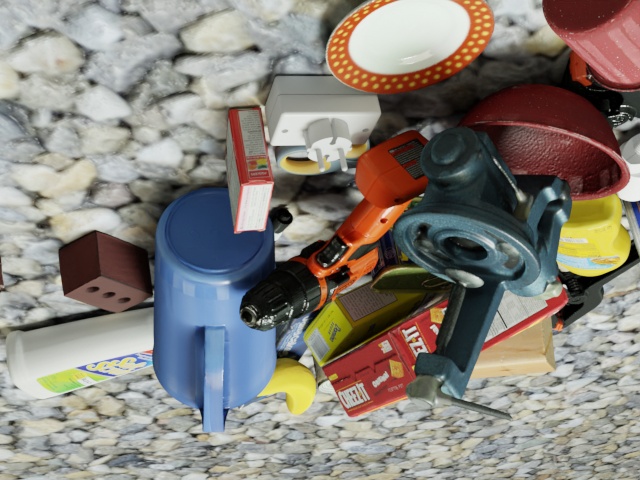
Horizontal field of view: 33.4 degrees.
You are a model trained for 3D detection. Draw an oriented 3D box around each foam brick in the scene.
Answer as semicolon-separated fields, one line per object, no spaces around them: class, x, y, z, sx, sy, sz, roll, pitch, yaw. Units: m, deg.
foam brick;-0.212;0.032;1.056;0.053;0.051;0.078;-25;151;27

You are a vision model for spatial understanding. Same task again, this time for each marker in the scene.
marker;-0.057;0.001;1.090;0.020;0.020;0.121;2;152;-25

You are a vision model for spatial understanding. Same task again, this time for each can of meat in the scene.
can of meat;0.094;0.004;1.078;0.102;0.084;0.058;1;152;-23

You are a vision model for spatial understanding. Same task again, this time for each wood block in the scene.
wood block;0.172;0.119;1.291;0.206;0.090;0.090;-7;164;18

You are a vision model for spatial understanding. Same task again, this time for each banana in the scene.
banana;-0.040;0.166;1.217;0.070;0.037;0.197;-33;158;9

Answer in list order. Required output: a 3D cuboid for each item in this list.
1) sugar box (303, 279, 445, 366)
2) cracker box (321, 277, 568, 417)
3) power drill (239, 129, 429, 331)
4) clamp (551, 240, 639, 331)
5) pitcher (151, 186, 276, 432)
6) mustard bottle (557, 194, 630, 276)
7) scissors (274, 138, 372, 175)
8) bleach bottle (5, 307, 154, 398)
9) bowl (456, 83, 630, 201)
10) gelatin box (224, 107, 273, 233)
sugar box;0.071;0.070;1.172;0.175;0.048;0.093;-21;159;-34
cracker box;0.131;0.100;1.116;0.213;0.072;0.164;-26;173;-29
power drill;0.022;-0.006;0.937;0.184;0.057;0.188;-32;166;-50
clamp;0.324;0.055;1.328;0.164;0.036;0.210;-10;151;1
pitcher;-0.103;0.068;1.046;0.144;0.149;0.243;-39;157;-27
mustard bottle;0.284;-0.004;1.153;0.096;0.058;0.191;4;162;24
scissors;0.034;-0.067;0.987;0.096;0.016;0.201;-20;154;24
bleach bottle;-0.220;0.114;1.216;0.251;0.068;0.102;-15;155;5
bowl;0.187;-0.089;0.915;0.162;0.055;0.162;13;164;4
gelatin box;-0.061;-0.058;0.901;0.030;0.073;0.089;-5;154;-10
